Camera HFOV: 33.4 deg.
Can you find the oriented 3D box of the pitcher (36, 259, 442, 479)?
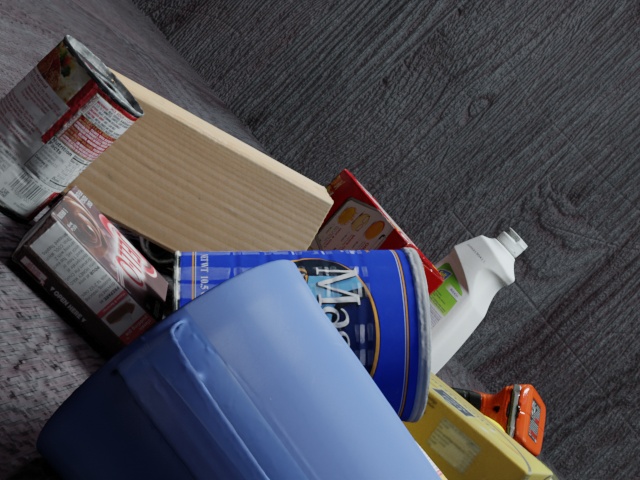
[{"bbox_3d":[0.004,0.135,0.423,0.243,0.145,0.149,51,37,13],"label":"pitcher"}]

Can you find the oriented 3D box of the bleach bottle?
[{"bbox_3d":[0.132,0.086,1.190,0.103,0.251,0.068,51,7,38],"label":"bleach bottle"}]

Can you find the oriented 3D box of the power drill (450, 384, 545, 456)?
[{"bbox_3d":[0.117,0.166,1.027,0.188,0.057,0.184,4,-16,20],"label":"power drill"}]

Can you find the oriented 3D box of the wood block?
[{"bbox_3d":[-0.104,-0.045,0.793,0.206,0.091,0.090,28,7,-9],"label":"wood block"}]

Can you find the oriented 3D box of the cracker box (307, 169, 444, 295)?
[{"bbox_3d":[0.018,0.036,1.120,0.072,0.164,0.214,42,6,-28],"label":"cracker box"}]

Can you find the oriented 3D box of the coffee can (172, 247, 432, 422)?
[{"bbox_3d":[-0.014,0.056,0.621,0.103,0.140,0.103,179,-90,-84],"label":"coffee can"}]

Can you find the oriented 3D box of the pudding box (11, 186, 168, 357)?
[{"bbox_3d":[-0.137,0.017,0.649,0.090,0.039,0.113,47,5,-12],"label":"pudding box"}]

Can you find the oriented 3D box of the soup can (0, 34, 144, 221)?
[{"bbox_3d":[-0.171,-0.069,0.671,0.068,0.102,0.068,47,5,-6],"label":"soup can"}]
